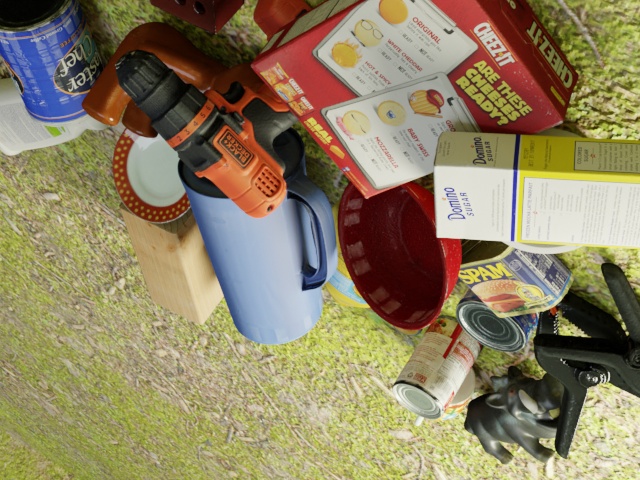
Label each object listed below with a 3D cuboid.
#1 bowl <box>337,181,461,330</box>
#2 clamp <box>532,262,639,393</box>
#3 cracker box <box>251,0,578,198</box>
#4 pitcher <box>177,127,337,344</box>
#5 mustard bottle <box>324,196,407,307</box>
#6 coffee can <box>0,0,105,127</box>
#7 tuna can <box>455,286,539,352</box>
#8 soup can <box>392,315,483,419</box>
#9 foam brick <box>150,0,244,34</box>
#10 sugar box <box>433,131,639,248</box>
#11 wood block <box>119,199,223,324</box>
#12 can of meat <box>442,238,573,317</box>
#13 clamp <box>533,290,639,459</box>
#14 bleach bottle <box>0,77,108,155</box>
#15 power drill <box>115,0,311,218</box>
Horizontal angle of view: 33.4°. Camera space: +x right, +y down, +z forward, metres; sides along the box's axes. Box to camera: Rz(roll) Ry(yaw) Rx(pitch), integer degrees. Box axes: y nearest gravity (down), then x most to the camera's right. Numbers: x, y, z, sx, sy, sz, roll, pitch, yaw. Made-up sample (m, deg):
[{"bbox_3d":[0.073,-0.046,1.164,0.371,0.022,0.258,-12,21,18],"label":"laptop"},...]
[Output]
[{"bbox_3d":[0.087,0.003,1.044,0.162,0.055,0.162,32,132,45],"label":"bowl"},{"bbox_3d":[0.295,0.107,1.031,0.171,0.039,0.120,40,127,-8],"label":"clamp"},{"bbox_3d":[0.075,-0.139,0.873,0.214,0.072,0.164,-21,120,43],"label":"cracker box"},{"bbox_3d":[-0.058,0.001,1.162,0.145,0.149,0.243,-13,131,-1],"label":"pitcher"},{"bbox_3d":[0.043,0.026,1.199,0.096,0.058,0.192,35,151,9],"label":"mustard bottle"},{"bbox_3d":[-0.300,-0.211,1.178,0.103,0.102,0.140,21,148,25],"label":"coffee can"},{"bbox_3d":[0.189,0.081,1.148,0.086,0.033,0.086,27,150,17],"label":"tuna can"},{"bbox_3d":[0.135,0.147,1.232,0.068,0.102,0.068,27,150,17],"label":"soup can"},{"bbox_3d":[-0.116,-0.239,0.990,0.078,0.051,0.053,27,150,16],"label":"foam brick"},{"bbox_3d":[0.180,-0.039,0.847,0.176,0.048,0.093,6,143,12],"label":"sugar box"},{"bbox_3d":[-0.180,0.006,1.380,0.090,0.090,0.206,24,149,21],"label":"wood block"},{"bbox_3d":[0.185,0.027,1.051,0.084,0.057,0.102,44,151,-19],"label":"can of meat"},{"bbox_3d":[0.289,0.131,1.087,0.165,0.036,0.210,-16,116,24],"label":"clamp"},{"bbox_3d":[-0.333,-0.160,1.333,0.251,0.068,0.102,3,137,42],"label":"bleach bottle"},{"bbox_3d":[-0.069,-0.140,0.944,0.184,0.187,0.057,46,152,-20],"label":"power drill"}]
